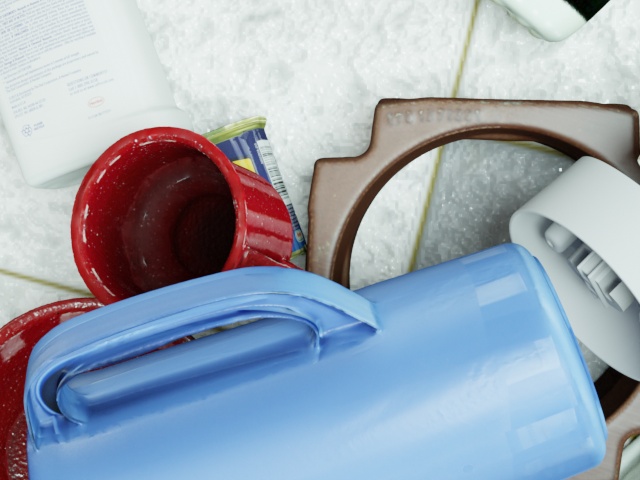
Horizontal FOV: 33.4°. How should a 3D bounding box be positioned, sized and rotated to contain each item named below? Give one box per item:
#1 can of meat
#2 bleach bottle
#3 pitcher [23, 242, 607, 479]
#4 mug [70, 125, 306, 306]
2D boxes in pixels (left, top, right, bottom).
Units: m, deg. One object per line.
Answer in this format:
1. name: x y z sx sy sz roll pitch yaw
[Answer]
1. can of meat: -0.066 -0.015 0.614 0.102 0.057 0.084 -20 92 8
2. bleach bottle: -0.161 -0.162 0.616 0.102 0.068 0.251 -19 88 8
3. pitcher: -0.004 0.082 0.487 0.243 0.149 0.145 -21 80 6
4. mug: -0.053 0.001 0.531 0.117 0.081 0.093 22 91 21
